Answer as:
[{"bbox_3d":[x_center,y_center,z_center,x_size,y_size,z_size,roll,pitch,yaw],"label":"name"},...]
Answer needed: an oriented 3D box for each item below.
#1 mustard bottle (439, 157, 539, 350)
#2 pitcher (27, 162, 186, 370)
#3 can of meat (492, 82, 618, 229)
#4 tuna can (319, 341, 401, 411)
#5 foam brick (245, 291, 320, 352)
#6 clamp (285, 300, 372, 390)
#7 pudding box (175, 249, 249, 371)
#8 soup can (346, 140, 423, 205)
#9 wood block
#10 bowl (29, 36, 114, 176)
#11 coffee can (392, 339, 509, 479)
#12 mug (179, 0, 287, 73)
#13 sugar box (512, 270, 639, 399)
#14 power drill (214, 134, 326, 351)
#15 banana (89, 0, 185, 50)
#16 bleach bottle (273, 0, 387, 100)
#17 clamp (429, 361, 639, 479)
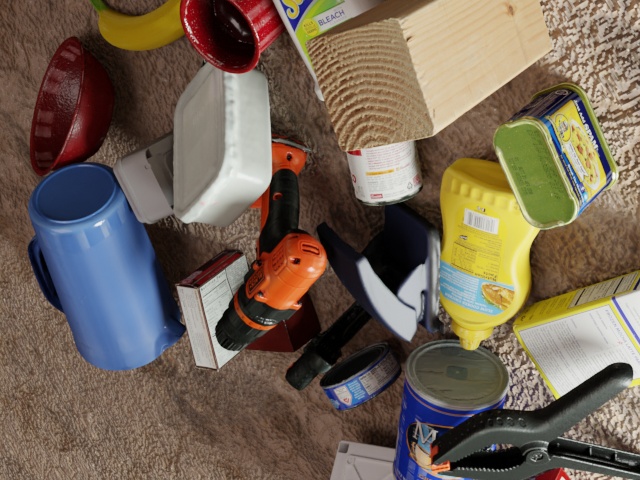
[{"bbox_3d":[0.152,0.023,1.000,0.096,0.058,0.192,20,125,23],"label":"mustard bottle"},{"bbox_3d":[-0.259,0.027,1.228,0.243,0.149,0.145,80,165,-47],"label":"pitcher"},{"bbox_3d":[0.196,-0.070,0.894,0.058,0.083,0.102,-16,104,43],"label":"can of meat"},{"bbox_3d":[0.044,0.145,1.139,0.086,0.086,0.034,-25,100,44],"label":"tuna can"},{"bbox_3d":[-0.050,0.091,1.204,0.078,0.052,0.051,-1,113,38],"label":"foam brick"},{"bbox_3d":[0.010,0.112,1.154,0.039,0.120,0.172,49,155,1],"label":"clamp"},{"bbox_3d":[-0.115,0.080,1.224,0.039,0.089,0.113,6,118,36],"label":"pudding box"},{"bbox_3d":[0.056,-0.092,1.004,0.069,0.068,0.102,4,118,37],"label":"soup can"},{"bbox_3d":[0.092,-0.153,0.843,0.090,0.205,0.091,-6,110,40],"label":"wood block"},{"bbox_3d":[-0.277,-0.146,1.215,0.162,0.055,0.162,-29,54,51],"label":"bowl"},{"bbox_3d":[0.130,0.186,1.081,0.103,0.102,0.140,23,127,27],"label":"coffee can"},{"bbox_3d":[-0.079,-0.215,1.023,0.093,0.081,0.117,47,145,-9],"label":"mug"},{"bbox_3d":[0.268,0.082,0.950,0.177,0.048,0.093,-24,106,41],"label":"sugar box"},{"bbox_3d":[-0.057,0.001,1.080,0.185,0.057,0.187,-45,40,43],"label":"power drill"},{"bbox_3d":[-0.176,-0.238,1.126,0.198,0.037,0.069,-1,115,39],"label":"banana"},{"bbox_3d":[-0.019,-0.253,0.944,0.103,0.068,0.250,-18,112,40],"label":"bleach bottle"},{"bbox_3d":[0.208,0.192,0.994,0.210,0.036,0.164,-19,129,20],"label":"clamp"}]
